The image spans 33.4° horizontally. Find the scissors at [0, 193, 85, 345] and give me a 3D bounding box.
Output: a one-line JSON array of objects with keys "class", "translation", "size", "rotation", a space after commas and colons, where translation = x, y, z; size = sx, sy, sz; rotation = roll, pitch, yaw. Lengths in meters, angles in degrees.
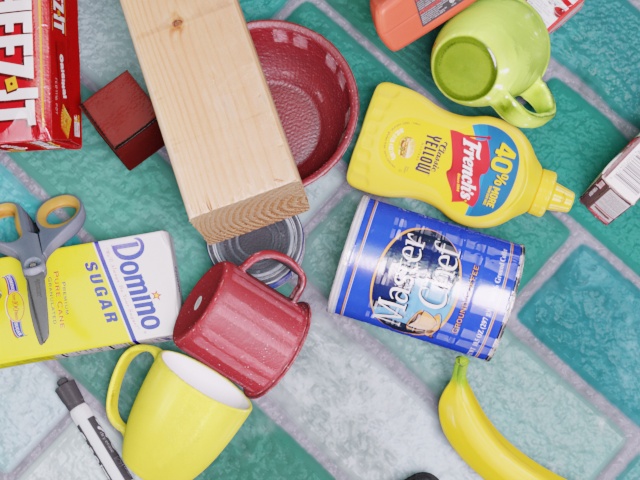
[{"class": "scissors", "translation": [-0.219, 0.013, 0.879], "size": [0.096, 0.016, 0.202], "rotation": [-25, 39, -22]}]

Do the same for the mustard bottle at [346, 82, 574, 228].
[{"class": "mustard bottle", "translation": [0.125, -0.063, 0.922], "size": [0.191, 0.058, 0.096], "rotation": [19, 95, 3]}]

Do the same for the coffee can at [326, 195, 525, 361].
[{"class": "coffee can", "translation": [0.086, 0.031, 0.885], "size": [0.140, 0.103, 0.103], "rotation": [17, 81, 3]}]

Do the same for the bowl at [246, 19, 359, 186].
[{"class": "bowl", "translation": [-0.046, -0.108, 0.931], "size": [0.162, 0.055, 0.162], "rotation": [-1, 75, 4]}]

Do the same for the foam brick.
[{"class": "foam brick", "translation": [-0.167, -0.102, 0.925], "size": [0.051, 0.078, 0.053], "rotation": [-38, 84, -6]}]

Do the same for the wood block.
[{"class": "wood block", "translation": [-0.086, -0.114, 0.860], "size": [0.091, 0.090, 0.206], "rotation": [-19, 75, 1]}]

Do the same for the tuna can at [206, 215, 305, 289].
[{"class": "tuna can", "translation": [-0.056, 0.001, 0.927], "size": [0.086, 0.034, 0.086], "rotation": [0, 80, 1]}]

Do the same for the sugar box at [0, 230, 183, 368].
[{"class": "sugar box", "translation": [-0.208, 0.052, 0.914], "size": [0.176, 0.048, 0.093], "rotation": [-11, 80, 0]}]

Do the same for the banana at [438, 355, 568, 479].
[{"class": "banana", "translation": [0.163, 0.183, 0.879], "size": [0.198, 0.070, 0.037], "rotation": [43, 46, -1]}]

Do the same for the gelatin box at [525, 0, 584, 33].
[{"class": "gelatin box", "translation": [0.183, -0.213, 0.964], "size": [0.089, 0.030, 0.073], "rotation": [-43, 81, -6]}]

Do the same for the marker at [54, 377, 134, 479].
[{"class": "marker", "translation": [-0.190, 0.169, 0.906], "size": [0.020, 0.020, 0.121], "rotation": [-32, 81, -5]}]

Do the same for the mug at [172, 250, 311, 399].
[{"class": "mug", "translation": [-0.060, 0.060, 0.871], "size": [0.081, 0.093, 0.117], "rotation": [34, 97, -19]}]

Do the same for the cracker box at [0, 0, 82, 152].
[{"class": "cracker box", "translation": [-0.318, -0.156, 0.910], "size": [0.214, 0.072, 0.164], "rotation": [-2, 91, 11]}]

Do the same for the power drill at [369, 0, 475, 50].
[{"class": "power drill", "translation": [0.038, -0.244, 0.920], "size": [0.184, 0.057, 0.188], "rotation": [-34, 52, -1]}]
